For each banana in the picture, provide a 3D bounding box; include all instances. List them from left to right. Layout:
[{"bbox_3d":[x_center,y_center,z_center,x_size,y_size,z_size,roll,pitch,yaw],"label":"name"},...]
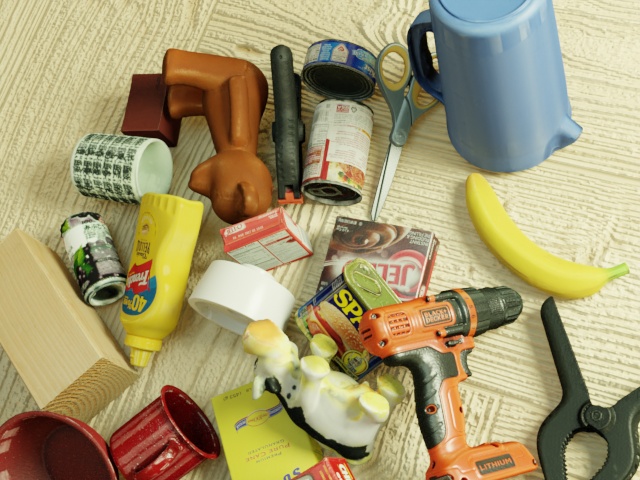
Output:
[{"bbox_3d":[0.211,0.004,1.082,0.198,0.037,0.069,36,68,27],"label":"banana"}]

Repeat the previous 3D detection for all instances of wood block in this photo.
[{"bbox_3d":[-0.307,0.098,1.208,0.091,0.090,0.206,-42,61,1],"label":"wood block"}]

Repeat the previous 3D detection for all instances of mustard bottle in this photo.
[{"bbox_3d":[-0.182,0.045,1.183,0.096,0.058,0.191,9,87,54],"label":"mustard bottle"}]

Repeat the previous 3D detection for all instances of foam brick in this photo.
[{"bbox_3d":[-0.200,-0.156,1.286,0.053,0.051,0.078,2,71,20],"label":"foam brick"}]

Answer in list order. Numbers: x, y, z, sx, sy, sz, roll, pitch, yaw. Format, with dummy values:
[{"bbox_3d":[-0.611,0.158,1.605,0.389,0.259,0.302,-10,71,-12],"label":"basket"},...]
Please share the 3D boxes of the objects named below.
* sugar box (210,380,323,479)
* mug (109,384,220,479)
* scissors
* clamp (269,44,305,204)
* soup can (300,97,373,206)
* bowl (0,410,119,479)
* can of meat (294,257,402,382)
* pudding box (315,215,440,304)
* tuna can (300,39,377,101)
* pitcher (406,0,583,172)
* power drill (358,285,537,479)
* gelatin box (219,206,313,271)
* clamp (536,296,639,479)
[{"bbox_3d":[-0.044,0.229,1.083,0.093,0.048,0.176,-23,63,9],"label":"sugar box"},{"bbox_3d":[-0.164,0.214,1.101,0.081,0.117,0.093,-38,102,9],"label":"mug"},{"bbox_3d":[0.073,-0.130,1.169,0.096,0.016,0.201,34,82,-12],"label":"scissors"},{"bbox_3d":[-0.037,-0.129,1.181,0.039,0.120,0.171,-7,73,9],"label":"clamp"},{"bbox_3d":[0.020,-0.097,1.172,0.069,0.068,0.102,2,71,21],"label":"soup can"},{"bbox_3d":[-0.272,0.248,1.135,0.162,0.055,0.162,5,105,19],"label":"bowl"},{"bbox_3d":[0.036,0.083,1.076,0.084,0.057,0.102,-41,86,30],"label":"can of meat"},{"bbox_3d":[0.061,0.029,1.124,0.114,0.039,0.090,10,75,24],"label":"pudding box"},{"bbox_3d":[0.023,-0.190,1.196,0.086,0.086,0.033,6,71,22],"label":"tuna can"},{"bbox_3d":[0.166,-0.182,1.050,0.149,0.242,0.145,-18,62,7],"label":"pitcher"},{"bbox_3d":[0.139,0.137,1.014,0.184,0.057,0.188,-9,73,-28],"label":"power drill"},{"bbox_3d":[-0.058,0.001,1.151,0.073,0.089,0.030,-20,64,12],"label":"gelatin box"},{"bbox_3d":[0.252,0.159,1.004,0.165,0.036,0.210,23,80,26],"label":"clamp"}]
